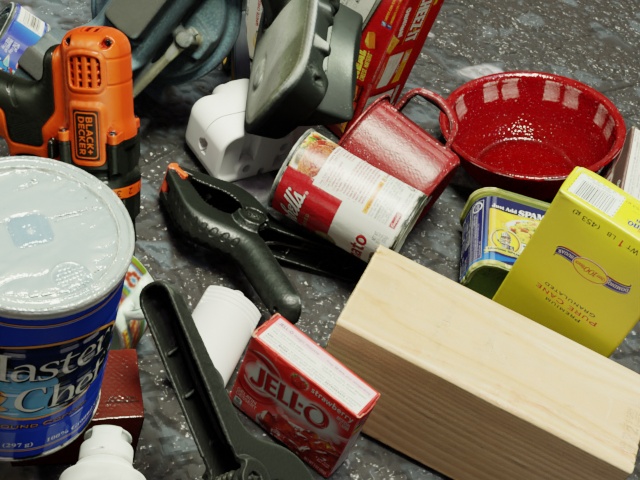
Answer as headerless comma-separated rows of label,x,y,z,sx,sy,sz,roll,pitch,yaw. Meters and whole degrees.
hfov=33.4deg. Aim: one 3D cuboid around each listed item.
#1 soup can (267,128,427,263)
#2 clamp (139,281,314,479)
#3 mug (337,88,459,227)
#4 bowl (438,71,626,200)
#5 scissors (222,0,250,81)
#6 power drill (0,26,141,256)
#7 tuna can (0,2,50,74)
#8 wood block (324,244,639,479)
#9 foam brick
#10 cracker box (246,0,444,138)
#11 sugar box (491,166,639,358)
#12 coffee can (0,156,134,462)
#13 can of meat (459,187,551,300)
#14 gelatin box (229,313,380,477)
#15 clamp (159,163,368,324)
soup can,0.021,-0.030,0.802,0.102,0.069,0.068,30,45,7
clamp,-0.051,0.130,0.604,0.209,0.036,0.164,42,38,-30
mug,0.065,-0.067,0.863,0.081,0.117,0.093,38,15,9
bowl,0.184,-0.084,0.947,0.162,0.055,0.162,-1,42,0
scissors,-0.065,-0.183,0.877,0.016,0.202,0.096,-6,73,-11
power drill,-0.214,-0.059,0.733,0.188,0.184,0.057,5,20,7
tuna can,-0.247,-0.141,0.825,0.033,0.086,0.086,34,38,-28
wood block,0.105,0.102,0.729,0.206,0.091,0.090,27,43,5
foam brick,-0.152,0.103,0.657,0.078,0.051,0.053,1,49,-20
cracker box,-0.004,-0.218,0.942,0.071,0.164,0.214,-28,63,-40
sugar box,0.176,0.041,0.753,0.093,0.176,0.048,35,43,14
coffee can,-0.161,0.039,0.574,0.102,0.140,0.103,11,47,-12
can of meat,0.163,0.014,0.860,0.102,0.057,0.084,16,47,-5
gelatin box,-0.013,0.102,0.695,0.089,0.073,0.030,36,46,14
clamp,-0.055,0.001,0.792,0.171,0.039,0.120,28,22,10
